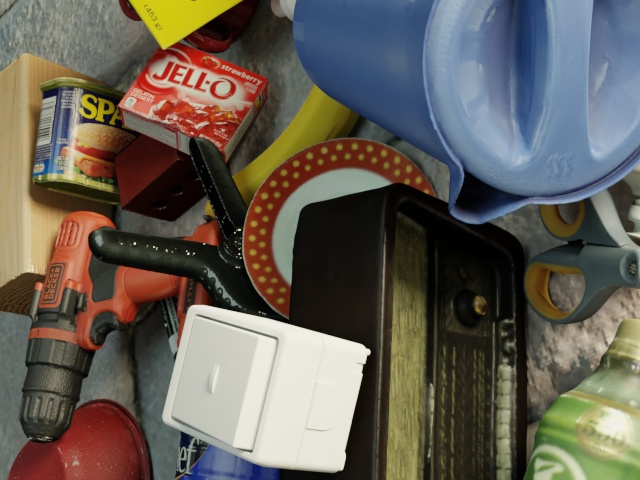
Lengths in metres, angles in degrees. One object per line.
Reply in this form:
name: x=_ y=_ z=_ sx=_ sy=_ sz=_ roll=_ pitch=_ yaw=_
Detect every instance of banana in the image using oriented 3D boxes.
banana: x=-0.015 y=-0.077 z=0.750 sx=0.198 sy=0.037 sz=0.070 roll=-55 pitch=43 yaw=20

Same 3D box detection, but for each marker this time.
marker: x=-0.112 y=0.059 z=0.821 sx=0.020 sy=0.020 sz=0.121 roll=-41 pitch=52 yaw=30

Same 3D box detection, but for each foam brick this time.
foam brick: x=-0.117 y=-0.059 z=0.838 sx=0.078 sy=0.052 sz=0.051 roll=-36 pitch=54 yaw=35

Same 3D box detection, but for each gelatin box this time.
gelatin box: x=-0.094 y=-0.104 z=0.793 sx=0.089 sy=0.030 sz=0.073 roll=25 pitch=64 yaw=10

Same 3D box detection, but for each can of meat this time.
can of meat: x=-0.183 y=-0.079 z=0.878 sx=0.058 sy=0.101 sz=0.084 roll=-4 pitch=77 yaw=46

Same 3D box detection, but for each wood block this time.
wood block: x=-0.244 y=-0.045 z=0.937 sx=0.090 sy=0.090 sz=0.206 roll=-26 pitch=60 yaw=38

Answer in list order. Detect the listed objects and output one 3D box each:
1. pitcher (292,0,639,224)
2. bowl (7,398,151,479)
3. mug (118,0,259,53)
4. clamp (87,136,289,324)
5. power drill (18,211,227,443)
pitcher: x=0.074 y=-0.118 z=0.567 sx=0.145 sy=0.149 sz=0.243 roll=69 pitch=168 yaw=-21
bowl: x=-0.203 y=0.204 z=0.846 sx=0.162 sy=0.055 sz=0.162 roll=-16 pitch=67 yaw=42
mug: x=-0.097 y=-0.195 z=0.837 sx=0.093 sy=0.081 sz=0.117 roll=-39 pitch=52 yaw=31
clamp: x=-0.055 y=0.001 z=0.717 sx=0.120 sy=0.171 sz=0.039 roll=-59 pitch=-4 yaw=-27
power drill: x=-0.142 y=0.059 z=0.790 sx=0.188 sy=0.057 sz=0.184 roll=-5 pitch=67 yaw=32
